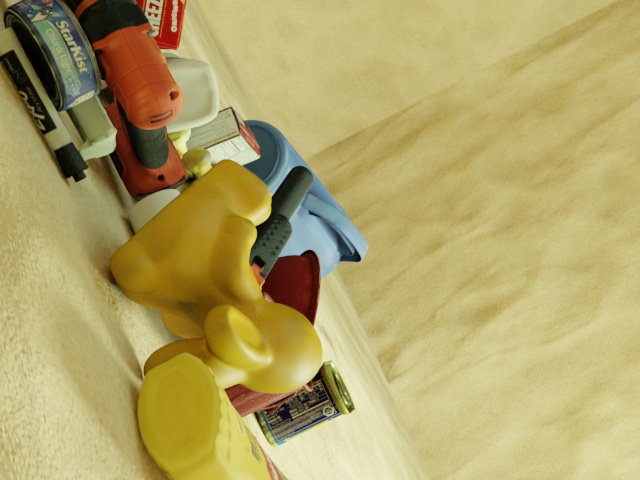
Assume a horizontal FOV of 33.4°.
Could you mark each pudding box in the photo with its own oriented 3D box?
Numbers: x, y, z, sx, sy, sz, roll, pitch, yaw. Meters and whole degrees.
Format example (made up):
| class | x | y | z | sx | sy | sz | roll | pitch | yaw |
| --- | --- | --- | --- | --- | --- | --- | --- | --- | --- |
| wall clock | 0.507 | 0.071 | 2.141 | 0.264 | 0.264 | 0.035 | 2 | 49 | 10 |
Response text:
| class | x | y | z | sx | sy | sz | roll | pitch | yaw |
| --- | --- | --- | --- | --- | --- | --- | --- | --- | --- |
| pudding box | -0.128 | -0.095 | 1.137 | 0.090 | 0.113 | 0.039 | 51 | 17 | -74 |

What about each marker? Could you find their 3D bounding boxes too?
| class | x | y | z | sx | sy | sz | roll | pitch | yaw |
| --- | --- | --- | --- | --- | --- | --- | --- | --- | --- |
| marker | -0.205 | -0.098 | 0.784 | 0.121 | 0.020 | 0.020 | 63 | 4 | -10 |

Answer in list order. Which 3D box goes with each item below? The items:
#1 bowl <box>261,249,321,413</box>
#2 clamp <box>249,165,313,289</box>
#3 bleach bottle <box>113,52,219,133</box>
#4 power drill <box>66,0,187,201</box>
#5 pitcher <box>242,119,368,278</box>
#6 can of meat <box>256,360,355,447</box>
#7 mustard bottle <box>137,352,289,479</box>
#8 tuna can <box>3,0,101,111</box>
| class | x | y | z | sx | sy | sz | roll | pitch | yaw |
| --- | --- | --- | --- | --- | --- | --- | --- | --- | --- |
| bowl | -0.054 | 0.079 | 1.014 | 0.055 | 0.162 | 0.162 | 16 | 20 | -15 |
| clamp | -0.056 | 0.001 | 0.963 | 0.036 | 0.164 | 0.210 | 39 | 0 | -9 |
| bleach bottle | -0.177 | -0.163 | 1.120 | 0.251 | 0.102 | 0.068 | -142 | -138 | -68 |
| power drill | -0.165 | -0.133 | 0.890 | 0.184 | 0.057 | 0.188 | 61 | -14 | 24 |
| pitcher | -0.046 | -0.044 | 1.309 | 0.242 | 0.149 | 0.145 | 54 | 15 | -62 |
| can of meat | -0.016 | 0.167 | 1.088 | 0.057 | 0.084 | 0.102 | 64 | 4 | 7 |
| mustard bottle | -0.055 | 0.168 | 0.728 | 0.191 | 0.058 | 0.096 | 61 | 0 | -39 |
| tuna can | -0.200 | -0.140 | 0.793 | 0.086 | 0.033 | 0.086 | 45 | -26 | 29 |
